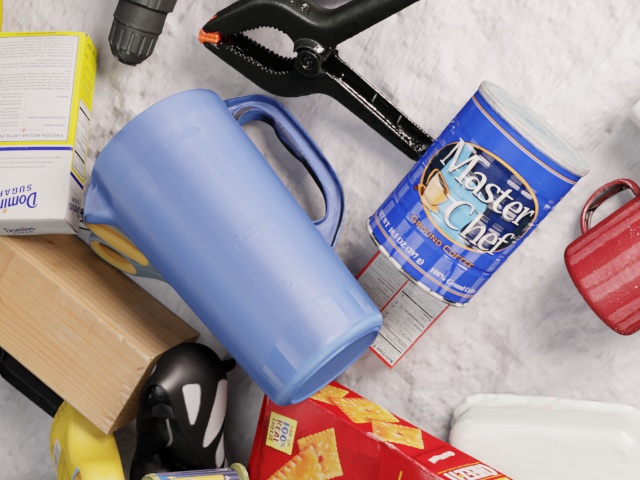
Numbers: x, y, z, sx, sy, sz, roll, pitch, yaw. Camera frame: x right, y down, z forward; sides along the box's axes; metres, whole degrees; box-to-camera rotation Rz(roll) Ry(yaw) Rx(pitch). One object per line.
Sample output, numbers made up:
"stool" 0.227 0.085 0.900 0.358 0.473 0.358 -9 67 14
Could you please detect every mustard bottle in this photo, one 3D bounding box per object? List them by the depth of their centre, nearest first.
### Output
"mustard bottle" -0.192 0.224 0.913 0.058 0.192 0.096 2 119 -22

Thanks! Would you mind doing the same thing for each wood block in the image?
"wood block" -0.225 0.065 0.950 0.206 0.090 0.091 37 109 11

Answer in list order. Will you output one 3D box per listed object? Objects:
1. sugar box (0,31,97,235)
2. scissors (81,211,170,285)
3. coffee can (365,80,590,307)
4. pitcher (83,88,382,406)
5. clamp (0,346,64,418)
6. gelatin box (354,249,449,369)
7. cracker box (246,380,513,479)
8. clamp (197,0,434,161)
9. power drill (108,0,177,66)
"sugar box" -0.247 -0.093 0.914 0.093 0.048 0.176 0 73 7
"scissors" -0.131 0.038 0.944 0.201 0.016 0.096 40 155 -14
"coffee can" 0.117 -0.034 0.804 0.103 0.102 0.140 43 109 10
"pitcher" -0.056 0.001 0.847 0.243 0.144 0.149 50 117 15
"clamp" -0.300 0.113 0.994 0.039 0.120 0.171 -32 67 45
"gelatin box" 0.061 0.049 0.875 0.073 0.030 0.089 42 109 8
"cracker box" 0.031 0.220 0.848 0.214 0.071 0.164 24 106 41
"clamp" 0.003 -0.140 0.841 0.210 0.036 0.164 10 132 25
"power drill" -0.193 -0.264 0.912 0.188 0.057 0.184 26 105 13
